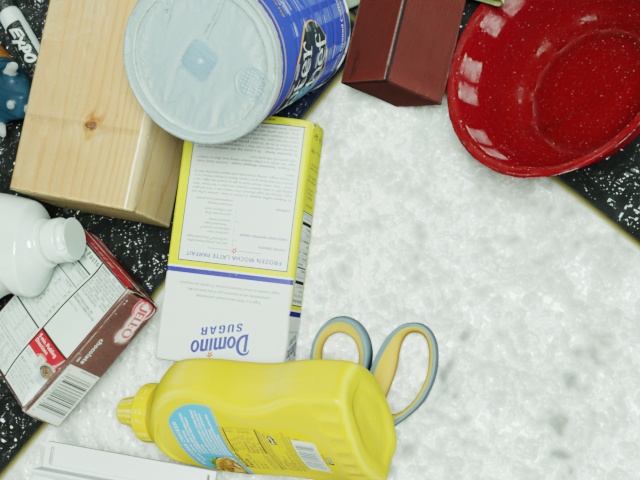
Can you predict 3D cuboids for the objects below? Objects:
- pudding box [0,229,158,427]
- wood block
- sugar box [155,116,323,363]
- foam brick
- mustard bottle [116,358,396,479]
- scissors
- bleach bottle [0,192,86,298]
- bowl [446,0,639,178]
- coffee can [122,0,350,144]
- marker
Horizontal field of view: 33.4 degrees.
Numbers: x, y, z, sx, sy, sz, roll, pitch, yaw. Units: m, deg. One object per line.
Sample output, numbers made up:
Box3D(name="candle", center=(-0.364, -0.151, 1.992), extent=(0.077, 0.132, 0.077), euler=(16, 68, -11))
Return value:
Box3D(name="pudding box", center=(-0.178, 0.058, 0.747), extent=(0.113, 0.039, 0.090), euler=(-48, 49, 1))
Box3D(name="wood block", center=(-0.140, -0.123, 0.751), extent=(0.091, 0.090, 0.206), euler=(10, 85, 11))
Box3D(name="sugar box", center=(-0.055, 0.001, 0.743), extent=(0.093, 0.048, 0.176), euler=(7, 89, 12))
Box3D(name="foam brick", center=(0.056, -0.136, 0.723), extent=(0.053, 0.051, 0.078), euler=(9, 84, 57))
Box3D(name="mustard bottle", center=(-0.052, 0.117, 0.700), extent=(0.192, 0.096, 0.058), euler=(-2, 47, 26))
Box3D(name="scissors", center=(0.011, 0.139, 0.728), extent=(0.096, 0.016, 0.202), euler=(28, 89, 15))
Box3D(name="bleach bottle", center=(-0.281, 0.027, 0.755), extent=(0.251, 0.068, 0.102), euler=(-9, 78, 18))
Box3D(name="bowl", center=(0.163, -0.107, 0.686), extent=(0.162, 0.055, 0.162), euler=(-19, 60, 36))
Box3D(name="coffee can", center=(-0.049, -0.129, 0.692), extent=(0.103, 0.140, 0.103), euler=(7, 112, 18))
Box3D(name="marker", center=(-0.221, -0.147, 0.805), extent=(0.020, 0.020, 0.121), euler=(-32, 78, 6))
